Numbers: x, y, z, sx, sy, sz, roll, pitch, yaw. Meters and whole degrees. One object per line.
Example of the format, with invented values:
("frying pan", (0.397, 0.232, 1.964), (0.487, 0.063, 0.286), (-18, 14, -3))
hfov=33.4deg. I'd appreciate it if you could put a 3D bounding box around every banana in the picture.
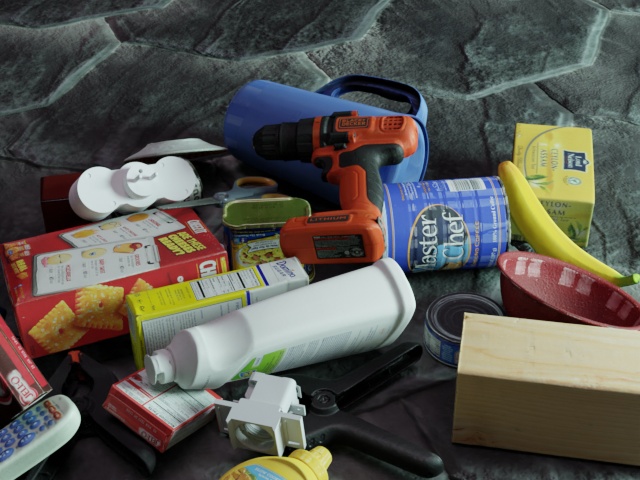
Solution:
("banana", (0.260, -0.004, 1.168), (0.198, 0.070, 0.037), (43, 41, 18))

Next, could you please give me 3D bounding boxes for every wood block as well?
("wood block", (0.229, 0.136, 0.978), (0.206, 0.091, 0.090), (6, 36, 9))

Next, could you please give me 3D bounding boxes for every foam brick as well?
("foam brick", (-0.291, -0.031, 1.228), (0.051, 0.078, 0.053), (-7, 39, -9))

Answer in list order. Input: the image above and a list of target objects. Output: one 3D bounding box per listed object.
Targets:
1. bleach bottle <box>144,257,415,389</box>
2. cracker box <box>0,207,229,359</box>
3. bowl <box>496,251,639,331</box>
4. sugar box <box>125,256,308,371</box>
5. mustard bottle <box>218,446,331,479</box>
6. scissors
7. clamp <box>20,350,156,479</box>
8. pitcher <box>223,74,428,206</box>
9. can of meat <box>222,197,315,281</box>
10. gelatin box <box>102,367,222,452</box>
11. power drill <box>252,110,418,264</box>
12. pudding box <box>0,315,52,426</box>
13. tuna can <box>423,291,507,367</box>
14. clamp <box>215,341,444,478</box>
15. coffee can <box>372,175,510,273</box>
("bleach bottle", (-0.041, 0.087, 1.002), (0.250, 0.103, 0.068), (-12, 61, -25))
("cracker box", (-0.217, 0.038, 1.119), (0.213, 0.072, 0.164), (-14, 25, -17))
("bowl", (0.243, 0.070, 1.070), (0.162, 0.055, 0.162), (18, 20, -7))
("sugar box", (-0.099, 0.080, 1.060), (0.176, 0.093, 0.048), (-14, 38, -18))
("mustard bottle", (-0.054, 0.233, 0.879), (0.096, 0.058, 0.191), (25, 44, 29))
("scissors", (-0.092, -0.040, 1.213), (0.096, 0.016, 0.201), (25, 24, 19))
("clamp", (-0.210, 0.166, 0.989), (0.120, 0.039, 0.171), (-3, 40, -4))
("pitcher", (0.006, -0.127, 1.307), (0.243, 0.145, 0.149), (23, 32, 33))
("can of meat", (-0.058, 0.001, 1.173), (0.102, 0.084, 0.057), (-3, 36, -3))
("gelatin box", (-0.144, 0.150, 0.981), (0.073, 0.030, 0.089), (33, 25, 16))
("power drill", (0.006, -0.061, 1.123), (0.184, 0.057, 0.187), (-3, 48, 14))
("pudding box", (-0.299, 0.121, 0.967), (0.039, 0.114, 0.090), (-34, 90, -38))
("tuna can", (0.148, 0.091, 1.089), (0.086, 0.034, 0.086), (-1, 36, 0))
("clamp", (0.010, 0.165, 0.987), (0.210, 0.036, 0.164), (-8, 36, -6))
("coffee can", (0.128, -0.016, 1.178), (0.140, 0.103, 0.103), (-4, 36, -5))
